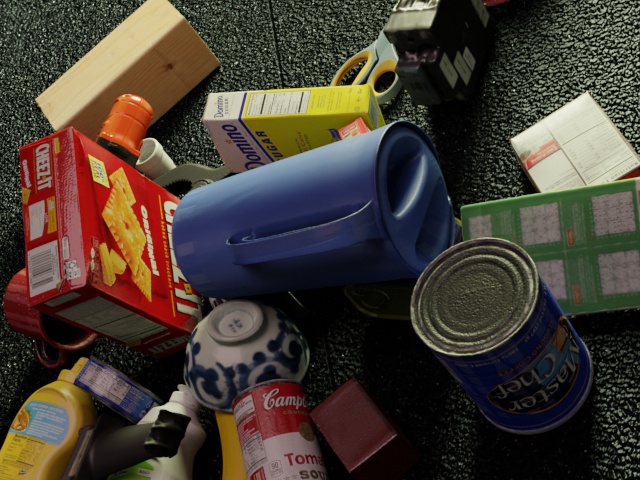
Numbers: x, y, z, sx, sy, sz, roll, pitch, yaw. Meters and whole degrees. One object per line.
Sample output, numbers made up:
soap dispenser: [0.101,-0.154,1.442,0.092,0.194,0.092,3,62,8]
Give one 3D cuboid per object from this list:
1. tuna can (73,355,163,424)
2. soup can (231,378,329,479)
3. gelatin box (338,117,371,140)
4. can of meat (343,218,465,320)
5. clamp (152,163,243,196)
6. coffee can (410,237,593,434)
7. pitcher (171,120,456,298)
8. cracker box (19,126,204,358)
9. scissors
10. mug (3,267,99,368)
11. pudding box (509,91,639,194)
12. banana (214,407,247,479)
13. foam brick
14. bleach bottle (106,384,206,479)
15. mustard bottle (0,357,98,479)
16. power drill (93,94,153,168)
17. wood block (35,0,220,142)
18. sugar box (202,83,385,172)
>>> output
tuna can: [-0.200,0.150,1.052,0.086,0.086,0.033,20,72,41]
soup can: [-0.034,0.181,0.924,0.068,0.068,0.102,-27,55,14]
gelatin box: [0.057,-0.066,1.042,0.030,0.089,0.073,-31,46,11]
can of meat: [0.083,0.024,0.982,0.102,0.057,0.084,2,57,35]
clamp: [-0.120,-0.056,1.188,0.210,0.036,0.164,2,57,30]
coffee can: [0.145,0.078,0.841,0.103,0.140,0.103,-18,49,22]
pitcher: [-0.017,-0.014,0.941,0.243,0.149,0.145,-12,56,33]
cracker box: [-0.198,0.008,1.045,0.072,0.213,0.164,-19,64,19]
scissors: [0.089,-0.224,1.192,0.201,0.016,0.096,-49,47,-8]
mug: [-0.293,0.082,1.173,0.082,0.093,0.117,7,98,42]
pudding box: [0.233,-0.070,0.966,0.090,0.039,0.113,-31,48,10]
banana: [-0.082,0.215,0.959,0.070,0.037,0.197,-10,53,25]
foam brick: [0.038,0.166,0.907,0.051,0.053,0.078,-41,44,0]
bleach bottle: [-0.162,0.249,0.970,0.103,0.068,0.250,1,57,37]
mustard bottle: [-0.277,0.206,1.080,0.096,0.058,0.191,4,60,37]
power drill: [-0.263,-0.060,1.215,0.188,0.057,0.184,-26,38,57]
wood block: [-0.241,-0.198,1.337,0.206,0.090,0.090,-41,46,0]
sugar box: [-0.024,-0.113,1.104,0.176,0.093,0.048,-3,56,17]
